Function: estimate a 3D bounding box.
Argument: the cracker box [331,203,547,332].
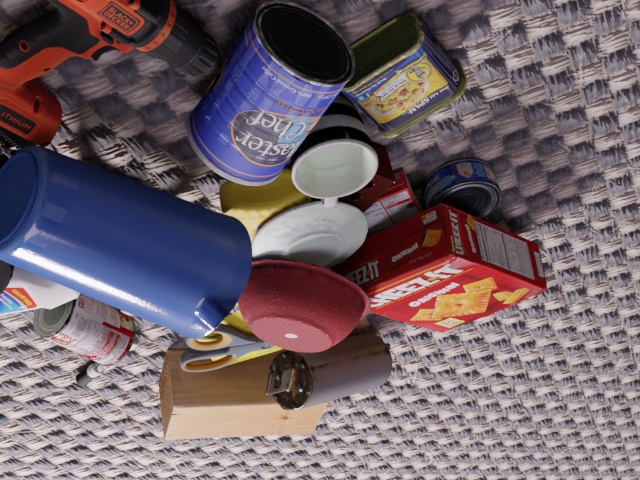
[{"bbox_3d":[0.141,0.040,1.252,0.164,0.072,0.213,-26,152,34],"label":"cracker box"}]

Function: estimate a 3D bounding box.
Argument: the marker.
[{"bbox_3d":[-0.274,0.154,1.366,0.020,0.020,0.121,24,131,-40],"label":"marker"}]

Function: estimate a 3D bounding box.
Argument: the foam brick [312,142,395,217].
[{"bbox_3d":[0.032,-0.065,1.132,0.052,0.051,0.078,16,136,-34],"label":"foam brick"}]

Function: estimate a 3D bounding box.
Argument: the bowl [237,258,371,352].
[{"bbox_3d":[-0.027,0.081,1.184,0.162,0.055,0.162,11,154,5],"label":"bowl"}]

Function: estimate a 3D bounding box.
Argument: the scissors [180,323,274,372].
[{"bbox_3d":[-0.077,0.115,1.298,0.201,0.016,0.096,-17,142,0],"label":"scissors"}]

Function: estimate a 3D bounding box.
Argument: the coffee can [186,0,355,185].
[{"bbox_3d":[-0.047,-0.132,0.972,0.102,0.103,0.141,12,138,-30],"label":"coffee can"}]

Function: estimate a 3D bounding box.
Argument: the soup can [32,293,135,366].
[{"bbox_3d":[-0.276,0.100,1.249,0.069,0.068,0.102,-30,141,22],"label":"soup can"}]

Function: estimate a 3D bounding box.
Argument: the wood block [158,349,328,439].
[{"bbox_3d":[-0.105,0.204,1.425,0.205,0.090,0.091,1,141,-18],"label":"wood block"}]

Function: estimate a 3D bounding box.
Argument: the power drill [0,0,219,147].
[{"bbox_3d":[-0.205,-0.160,0.930,0.188,0.057,0.184,-33,139,23],"label":"power drill"}]

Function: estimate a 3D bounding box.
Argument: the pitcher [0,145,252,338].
[{"bbox_3d":[-0.198,-0.005,1.030,0.149,0.145,0.242,-8,155,45],"label":"pitcher"}]

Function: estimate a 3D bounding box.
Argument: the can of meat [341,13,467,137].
[{"bbox_3d":[0.074,-0.157,1.015,0.102,0.057,0.083,-30,139,21],"label":"can of meat"}]

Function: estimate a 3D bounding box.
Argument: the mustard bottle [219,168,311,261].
[{"bbox_3d":[-0.058,0.001,1.189,0.096,0.058,0.192,-10,144,-7],"label":"mustard bottle"}]

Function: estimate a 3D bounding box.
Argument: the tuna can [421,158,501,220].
[{"bbox_3d":[0.159,-0.052,1.203,0.086,0.034,0.086,-8,144,-6],"label":"tuna can"}]

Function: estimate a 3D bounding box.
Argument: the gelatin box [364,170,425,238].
[{"bbox_3d":[0.075,-0.035,1.204,0.073,0.030,0.089,-20,145,13],"label":"gelatin box"}]

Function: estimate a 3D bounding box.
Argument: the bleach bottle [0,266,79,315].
[{"bbox_3d":[-0.363,0.043,1.152,0.250,0.068,0.103,-7,146,-12],"label":"bleach bottle"}]
